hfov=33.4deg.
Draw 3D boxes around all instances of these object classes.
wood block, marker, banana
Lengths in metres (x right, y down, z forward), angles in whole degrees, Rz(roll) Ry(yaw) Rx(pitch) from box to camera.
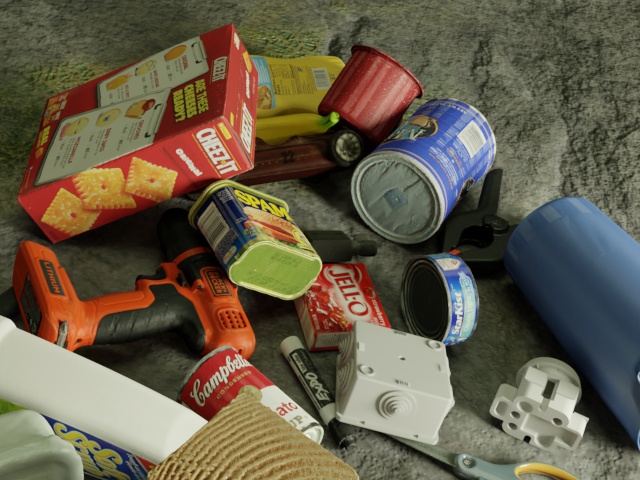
[{"bbox_3d":[-0.055,0.207,0.660,0.091,0.206,0.090,32,44,20],"label":"wood block"},{"bbox_3d":[-0.001,0.130,0.908,0.020,0.020,0.121,-11,46,-27],"label":"marker"},{"bbox_3d":[-0.078,-0.115,1.130,0.198,0.069,0.037,-7,68,1],"label":"banana"}]

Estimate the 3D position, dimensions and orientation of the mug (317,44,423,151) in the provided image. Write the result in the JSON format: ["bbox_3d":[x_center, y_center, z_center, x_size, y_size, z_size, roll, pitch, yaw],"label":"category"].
[{"bbox_3d":[0.055,-0.145,1.155,0.093,0.117,0.081,28,80,33],"label":"mug"}]

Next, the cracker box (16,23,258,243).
[{"bbox_3d":[-0.167,-0.102,1.012,0.214,0.072,0.164,-19,39,15],"label":"cracker box"}]

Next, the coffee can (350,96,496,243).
[{"bbox_3d":[0.109,-0.075,1.109,0.103,0.103,0.140,28,42,16],"label":"coffee can"}]

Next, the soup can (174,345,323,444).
[{"bbox_3d":[-0.056,0.141,0.843,0.102,0.069,0.068,38,46,24],"label":"soup can"}]

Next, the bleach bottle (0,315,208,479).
[{"bbox_3d":[-0.141,0.141,0.786,0.251,0.103,0.068,18,48,10],"label":"bleach bottle"}]

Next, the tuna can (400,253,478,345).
[{"bbox_3d":[0.108,0.055,0.975,0.033,0.086,0.086,-6,44,-25],"label":"tuna can"}]

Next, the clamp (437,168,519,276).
[{"bbox_3d":[0.188,-0.005,1.103,0.120,0.039,0.171,29,48,23],"label":"clamp"}]

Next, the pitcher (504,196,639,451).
[{"bbox_3d":[0.282,0.072,0.986,0.145,0.149,0.243,-21,46,-15],"label":"pitcher"}]

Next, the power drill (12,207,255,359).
[{"bbox_3d":[-0.164,0.037,0.923,0.187,0.057,0.184,-2,42,-30],"label":"power drill"}]

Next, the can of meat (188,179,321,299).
[{"bbox_3d":[-0.056,0.001,0.954,0.101,0.057,0.084,20,26,-46],"label":"can of meat"}]

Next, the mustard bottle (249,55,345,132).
[{"bbox_3d":[-0.062,-0.166,1.198,0.191,0.058,0.096,-1,57,-17],"label":"mustard bottle"}]

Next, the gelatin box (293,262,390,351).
[{"bbox_3d":[0.016,0.059,0.986,0.073,0.030,0.089,-1,43,-18],"label":"gelatin box"}]

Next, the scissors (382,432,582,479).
[{"bbox_3d":[0.124,0.200,0.866,0.201,0.016,0.096,13,40,-1],"label":"scissors"}]
